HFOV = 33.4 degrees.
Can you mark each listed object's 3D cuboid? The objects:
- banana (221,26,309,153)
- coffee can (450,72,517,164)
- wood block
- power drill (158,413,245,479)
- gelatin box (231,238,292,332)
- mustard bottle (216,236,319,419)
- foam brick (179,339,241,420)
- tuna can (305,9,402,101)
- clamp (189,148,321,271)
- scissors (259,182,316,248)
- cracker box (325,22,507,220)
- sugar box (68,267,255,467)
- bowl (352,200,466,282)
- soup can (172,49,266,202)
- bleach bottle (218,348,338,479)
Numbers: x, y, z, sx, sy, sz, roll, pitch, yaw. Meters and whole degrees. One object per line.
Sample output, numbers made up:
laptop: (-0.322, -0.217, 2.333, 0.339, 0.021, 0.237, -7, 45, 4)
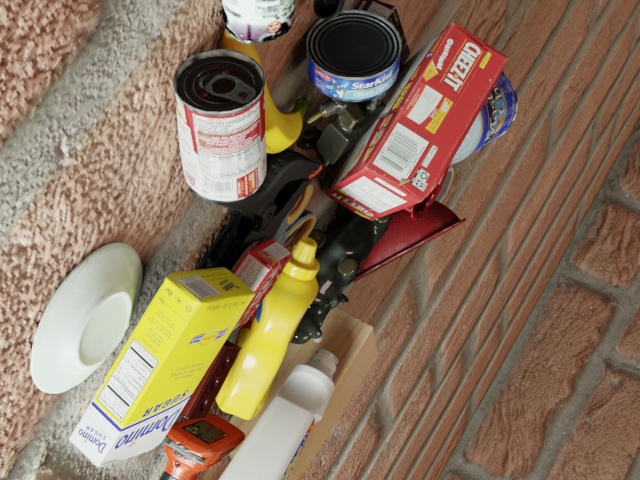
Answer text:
banana: (-0.051, -0.116, 0.900, 0.197, 0.037, 0.069, 39, 52, -73)
coffee can: (0.172, -0.157, 1.309, 0.140, 0.103, 0.103, -31, 143, -57)
wood block: (-0.023, 0.183, 1.270, 0.206, 0.090, 0.091, -56, 159, -18)
power drill: (-0.146, 0.279, 1.126, 0.188, 0.057, 0.184, -67, 164, 7)
gelatin box: (-0.068, 0.045, 0.984, 0.089, 0.030, 0.073, -55, 174, 15)
mustard bottle: (-0.048, 0.079, 1.067, 0.096, 0.058, 0.192, -84, -162, -65)
foam brick: (-0.119, 0.122, 0.993, 0.078, 0.051, 0.053, -63, 167, -1)
tuna can: (0.029, -0.166, 0.958, 0.086, 0.086, 0.034, -52, 159, -29)
clamp: (-0.063, -0.032, 0.961, 0.209, 0.036, 0.165, -46, 160, -39)
scissors: (-0.057, 0.001, 1.059, 0.201, 0.016, 0.096, -36, 146, -53)
cracker box: (0.090, -0.110, 1.072, 0.164, 0.072, 0.214, -59, -174, -8)
sugar box: (-0.133, 0.106, 0.904, 0.176, 0.048, 0.093, -60, 158, 16)
bowl: (0.097, -0.009, 1.315, 0.162, 0.055, 0.162, -29, 177, -2)
soup can: (-0.075, -0.086, 0.819, 0.068, 0.068, 0.102, -50, 157, -32)
bleach bottle: (-0.047, 0.216, 1.132, 0.250, 0.068, 0.103, -58, 168, -33)
